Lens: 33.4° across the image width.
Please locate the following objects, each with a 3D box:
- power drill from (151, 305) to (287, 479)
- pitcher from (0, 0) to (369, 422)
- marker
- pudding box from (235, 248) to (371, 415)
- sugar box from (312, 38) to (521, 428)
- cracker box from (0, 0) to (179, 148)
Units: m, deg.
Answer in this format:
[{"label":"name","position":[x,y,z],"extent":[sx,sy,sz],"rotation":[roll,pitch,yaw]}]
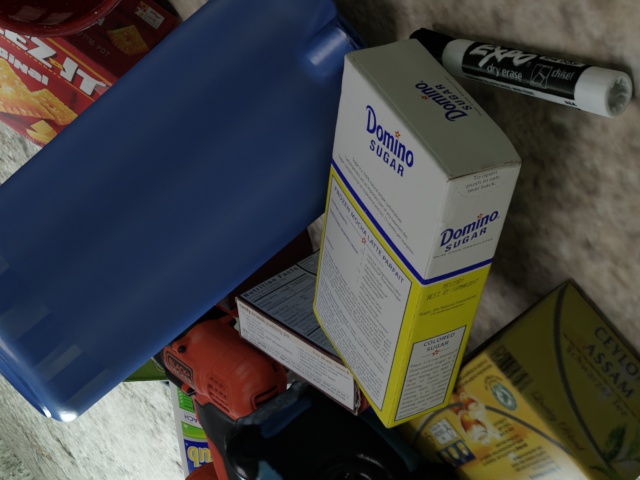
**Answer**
[{"label":"power drill","position":[-0.084,0.128,0.770],"extent":[0.185,0.057,0.187],"rotation":[28,136,47]},{"label":"pitcher","position":[-0.081,-0.023,0.563],"extent":[0.145,0.242,0.149],"rotation":[33,156,34]},{"label":"marker","position":[0.082,-0.076,0.472],"extent":[0.121,0.020,0.020],"rotation":[25,144,46]},{"label":"pudding box","position":[0.015,0.050,0.670],"extent":[0.114,0.089,0.039],"rotation":[27,136,42]},{"label":"sugar box","position":[0.040,0.001,0.520],"extent":[0.093,0.048,0.176],"rotation":[56,150,36]},{"label":"cracker box","position":[-0.212,-0.147,0.776],"extent":[0.164,0.072,0.214],"rotation":[35,159,-13]}]
